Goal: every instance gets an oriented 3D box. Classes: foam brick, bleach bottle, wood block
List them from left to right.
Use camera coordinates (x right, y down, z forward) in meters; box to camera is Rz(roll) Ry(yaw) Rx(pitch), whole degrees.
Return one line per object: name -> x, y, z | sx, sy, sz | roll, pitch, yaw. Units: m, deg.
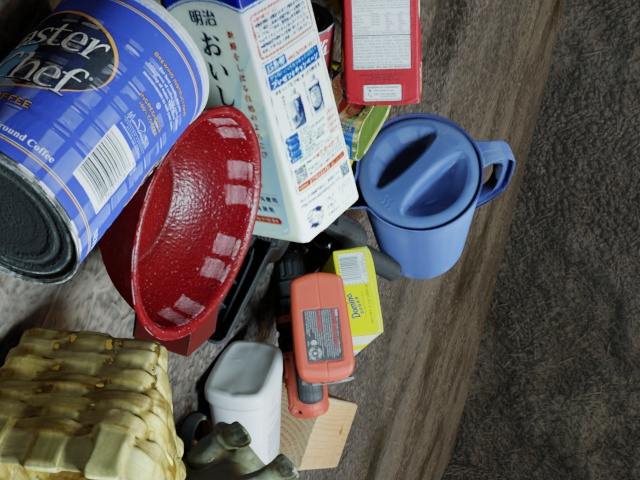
foam brick -> -0.115, 0.046, 0.877 | 0.051, 0.053, 0.078 | -44, 149, -59
bleach bottle -> -0.075, 0.234, 1.138 | 0.102, 0.068, 0.251 | -65, 158, -56
wood block -> -0.027, 0.225, 1.310 | 0.206, 0.090, 0.091 | 41, 67, -73

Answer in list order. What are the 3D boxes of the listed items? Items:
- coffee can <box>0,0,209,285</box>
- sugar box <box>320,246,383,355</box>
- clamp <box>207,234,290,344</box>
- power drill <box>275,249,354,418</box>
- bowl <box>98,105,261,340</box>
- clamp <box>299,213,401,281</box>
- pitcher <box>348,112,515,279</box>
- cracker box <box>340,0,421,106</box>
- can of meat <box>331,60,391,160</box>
coffee can -> -0.139, -0.061, 0.586 | 0.103, 0.103, 0.140 | 90, 24, -49
sugar box -> 0.025, 0.073, 1.168 | 0.176, 0.048, 0.093 | 124, -41, -71
clamp -> -0.057, 0.001, 1.052 | 0.209, 0.036, 0.165 | -45, 155, -65
power drill -> -0.012, 0.086, 1.095 | 0.188, 0.057, 0.184 | 117, -34, -76
bowl -> -0.101, -0.017, 0.718 | 0.161, 0.055, 0.162 | -49, 148, -46
clamp -> 0.029, 0.007, 1.188 | 0.171, 0.120, 0.039 | 72, 21, -69
pitcher -> 0.124, -0.040, 1.214 | 0.145, 0.149, 0.243 | -63, 167, -13
cracker box -> 0.051, -0.238, 0.941 | 0.164, 0.072, 0.214 | -80, 168, -72
can of meat -> 0.017, -0.132, 1.068 | 0.057, 0.084, 0.102 | 89, 25, -50
